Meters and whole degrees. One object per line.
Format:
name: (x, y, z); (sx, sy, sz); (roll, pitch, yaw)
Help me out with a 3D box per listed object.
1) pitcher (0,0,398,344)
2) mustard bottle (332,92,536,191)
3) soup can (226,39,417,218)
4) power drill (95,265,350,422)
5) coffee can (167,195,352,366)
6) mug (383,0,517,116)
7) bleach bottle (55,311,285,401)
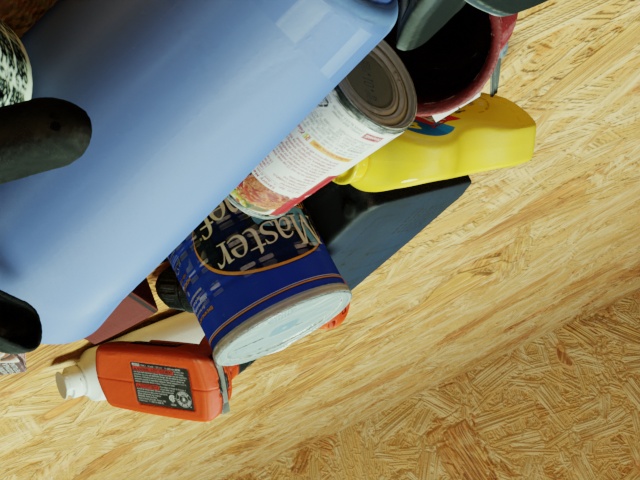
pitcher: (-0.081, -0.071, 0.516); (0.243, 0.149, 0.144); (-39, 140, 25)
mustard bottle: (0.069, -0.074, 0.811); (0.191, 0.096, 0.058); (-14, 118, -38)
soup can: (-0.007, -0.064, 0.575); (0.102, 0.068, 0.068); (-32, 165, 39)
power drill: (-0.092, 0.068, 0.846); (0.185, 0.057, 0.187); (2, -156, 29)
coffee can: (-0.055, 0.001, 0.735); (0.102, 0.140, 0.103); (-26, 164, -8)
mug: (0.065, -0.137, 0.597); (0.093, 0.117, 0.081); (7, -154, 20)
bleach bottle: (-0.142, 0.107, 1.079); (0.250, 0.068, 0.103); (-15, 160, -32)
